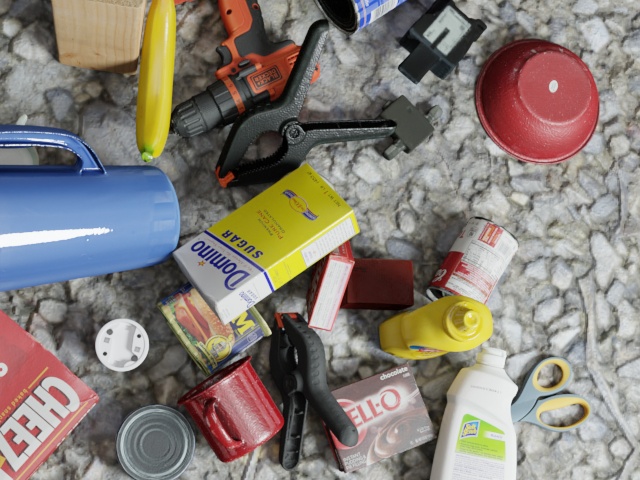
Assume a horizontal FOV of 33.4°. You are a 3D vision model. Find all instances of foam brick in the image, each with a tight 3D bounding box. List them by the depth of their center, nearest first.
[{"bbox_3d":[0.061,0.050,1.204,0.078,0.051,0.053,3,79,-11],"label":"foam brick"}]

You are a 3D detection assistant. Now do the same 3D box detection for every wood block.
[{"bbox_3d":[-0.228,-0.254,1.122,0.090,0.206,0.091,8,79,-10],"label":"wood block"}]

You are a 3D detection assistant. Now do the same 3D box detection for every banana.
[{"bbox_3d":[-0.176,-0.171,1.156,0.037,0.070,0.198,6,78,-20],"label":"banana"}]

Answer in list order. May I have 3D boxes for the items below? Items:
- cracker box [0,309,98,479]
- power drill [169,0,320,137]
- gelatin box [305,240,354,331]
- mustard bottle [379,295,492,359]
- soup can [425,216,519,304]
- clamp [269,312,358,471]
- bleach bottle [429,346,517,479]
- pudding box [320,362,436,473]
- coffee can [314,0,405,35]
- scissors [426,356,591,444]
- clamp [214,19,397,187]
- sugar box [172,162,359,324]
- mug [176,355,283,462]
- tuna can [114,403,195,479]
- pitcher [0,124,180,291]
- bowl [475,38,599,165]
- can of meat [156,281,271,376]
[{"bbox_3d":[-0.360,0.153,1.094,0.213,0.072,0.164,42,75,-2],"label":"cracker box"},{"bbox_3d":[-0.117,-0.227,1.218,0.184,0.057,0.187,-26,88,-11],"label":"power drill"},{"bbox_3d":[0.008,0.043,1.166,0.030,0.073,0.089,13,111,-9],"label":"gelatin box"},{"bbox_3d":[0.130,0.092,1.137,0.096,0.192,0.058,-2,80,-11],"label":"mustard bottle"},{"bbox_3d":[0.175,0.032,1.220,0.068,0.068,0.102,34,75,-4],"label":"soup can"},{"bbox_3d":[-0.012,0.156,1.145,0.039,0.120,0.171,1,76,-48],"label":"clamp"},{"bbox_3d":[0.176,0.244,1.175,0.102,0.068,0.251,13,82,-8],"label":"bleach bottle"},{"bbox_3d":[0.060,0.196,1.184,0.113,0.039,0.090,-19,84,-14],"label":"pudding box"},{"bbox_3d":[0.067,-0.319,1.244,0.140,0.103,0.103,-35,88,-14],"label":"coffee can"},{"bbox_3d":[0.216,0.183,1.228,0.201,0.016,0.096,0,79,-11],"label":"scissors"},{"bbox_3d":[-0.024,-0.124,1.202,0.210,0.036,0.164,-42,120,7],"label":"clamp"},{"bbox_3d":[-0.057,0.001,1.120,0.176,0.048,0.093,-34,53,-13],"label":"sugar box"},{"bbox_3d":[-0.093,0.182,1.121,0.093,0.117,0.081,-32,92,9],"label":"mug"},{"bbox_3d":[-0.176,0.217,1.137,0.086,0.034,0.086,2,80,-11],"label":"tuna can"},{"bbox_3d":[-0.268,-0.027,1.077,0.242,0.149,0.145,-7,73,-35],"label":"pitcher"},{"bbox_3d":[0.271,-0.175,1.282,0.162,0.055,0.162,2,79,-10],"label":"bowl"},{"bbox_3d":[-0.117,0.085,1.161,0.084,0.057,0.102,-35,88,-12],"label":"can of meat"}]
